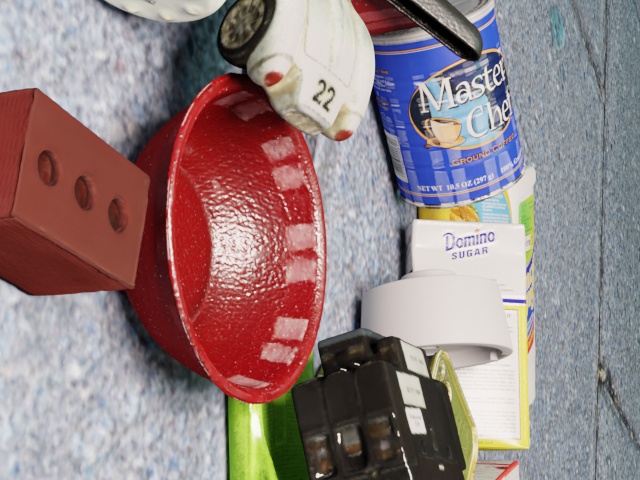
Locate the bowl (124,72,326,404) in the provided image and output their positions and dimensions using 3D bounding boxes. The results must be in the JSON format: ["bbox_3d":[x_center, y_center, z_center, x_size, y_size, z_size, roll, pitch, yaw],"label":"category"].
[{"bbox_3d":[-0.053,0.001,0.531,0.161,0.055,0.162,-4,90,-66],"label":"bowl"}]

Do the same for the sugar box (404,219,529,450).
[{"bbox_3d":[0.113,0.074,0.837,0.048,0.093,0.176,109,-16,-74],"label":"sugar box"}]

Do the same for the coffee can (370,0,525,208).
[{"bbox_3d":[0.095,-0.109,0.820,0.102,0.103,0.140,-56,135,-54],"label":"coffee can"}]

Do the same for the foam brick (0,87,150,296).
[{"bbox_3d":[-0.111,-0.016,0.413,0.078,0.051,0.053,41,49,-57],"label":"foam brick"}]
